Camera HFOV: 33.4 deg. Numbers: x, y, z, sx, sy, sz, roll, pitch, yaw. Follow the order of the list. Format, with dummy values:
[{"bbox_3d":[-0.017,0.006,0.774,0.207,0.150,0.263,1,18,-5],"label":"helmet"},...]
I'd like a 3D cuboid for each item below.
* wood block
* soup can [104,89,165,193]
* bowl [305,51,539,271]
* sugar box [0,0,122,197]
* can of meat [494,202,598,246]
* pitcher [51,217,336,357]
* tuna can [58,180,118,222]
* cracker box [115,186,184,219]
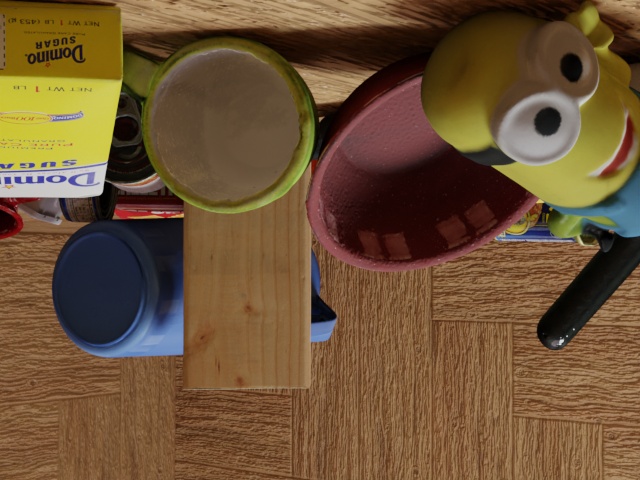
[{"bbox_3d":[-0.054,0.001,0.778,0.090,0.206,0.091,0,178,-6],"label":"wood block"},{"bbox_3d":[-0.132,-0.069,0.752,0.068,0.068,0.102,0,179,-4],"label":"soup can"},{"bbox_3d":[0.061,-0.056,0.625,0.162,0.055,0.162,-13,139,-12],"label":"bowl"},{"bbox_3d":[-0.158,-0.068,0.570,0.093,0.048,0.176,0,162,-14],"label":"sugar box"},{"bbox_3d":[0.191,-0.047,0.910,0.084,0.102,0.057,1,180,34],"label":"can of meat"},{"bbox_3d":[-0.104,0.043,0.920,0.149,0.145,0.242,-24,168,27],"label":"pitcher"},{"bbox_3d":[-0.189,-0.057,0.872,0.034,0.086,0.086,2,178,1],"label":"tuna can"},{"bbox_3d":[-0.133,-0.055,1.110,0.164,0.072,0.214,0,177,-5],"label":"cracker box"}]
